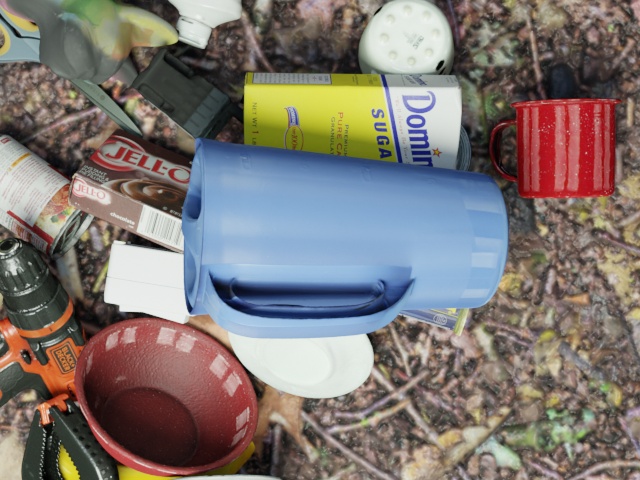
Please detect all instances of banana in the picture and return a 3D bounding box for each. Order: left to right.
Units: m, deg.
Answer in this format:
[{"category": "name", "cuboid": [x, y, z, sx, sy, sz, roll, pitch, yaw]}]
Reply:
[{"category": "banana", "cuboid": [-0.158, 0.203, 0.946, 0.198, 0.037, 0.069, 4, 92, 2]}]

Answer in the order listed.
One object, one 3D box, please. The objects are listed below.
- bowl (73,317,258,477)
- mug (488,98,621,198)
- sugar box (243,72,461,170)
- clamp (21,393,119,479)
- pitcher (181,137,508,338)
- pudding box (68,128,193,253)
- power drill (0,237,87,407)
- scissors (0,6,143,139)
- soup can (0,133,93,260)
[{"category": "bowl", "cuboid": [-0.137, 0.144, 0.909, 0.162, 0.162, 0.055, 31, 127, 2]}, {"category": "mug", "cuboid": [0.199, -0.078, 0.917, 0.117, 0.093, 0.081, 1, 95, 33]}, {"category": "sugar box", "cuboid": [0.026, -0.089, 0.883, 0.176, 0.048, 0.093, 1, 115, 1]}, {"category": "clamp", "cuboid": [-0.197, 0.236, 0.907, 0.165, 0.036, 0.210, 0, 101, 25]}, {"category": "pitcher", "cuboid": [0.017, 0.002, 0.816, 0.242, 0.145, 0.149, 3, 84, -12]}, {"category": "pudding box", "cuboid": [-0.147, -0.044, 0.922, 0.113, 0.090, 0.039, 25, 126, 1]}, {"category": "power drill", "cuboid": [-0.286, 0.099, 0.877, 0.187, 0.184, 0.057, -27, 44, -13]}, {"category": "scissors", "cuboid": [-0.252, -0.154, 0.965, 0.096, 0.016, 0.202, -32, 88, 3]}, {"category": "soup can", "cuboid": [-0.255, -0.039, 0.937, 0.102, 0.068, 0.068, 35, 91, 2]}]
